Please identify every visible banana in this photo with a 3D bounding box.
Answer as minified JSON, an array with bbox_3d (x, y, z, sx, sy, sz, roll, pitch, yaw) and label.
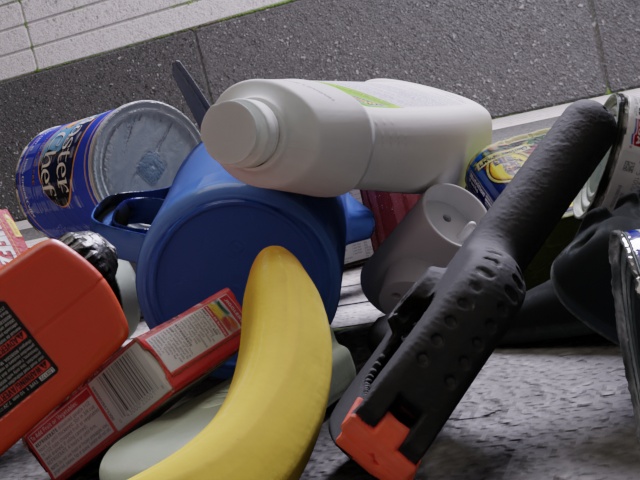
[{"bbox_3d":[-0.031,0.060,0.382,0.037,0.069,0.197,-45,0,32],"label":"banana"}]

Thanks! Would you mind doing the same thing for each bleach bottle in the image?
[{"bbox_3d":[0.009,-0.057,0.576,0.103,0.068,0.250,16,11,25],"label":"bleach bottle"}]

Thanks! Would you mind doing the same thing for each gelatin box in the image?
[{"bbox_3d":[-0.079,0.064,0.473,0.089,0.030,0.073,-39,-5,30],"label":"gelatin box"}]

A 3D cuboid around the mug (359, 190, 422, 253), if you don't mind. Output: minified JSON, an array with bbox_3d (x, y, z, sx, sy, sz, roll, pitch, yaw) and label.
[{"bbox_3d":[0.073,-0.024,0.796,0.093,0.081,0.117,-14,7,-4],"label":"mug"}]

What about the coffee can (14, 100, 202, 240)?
[{"bbox_3d":[-0.169,-0.051,0.854,0.102,0.103,0.141,-19,9,-38],"label":"coffee can"}]

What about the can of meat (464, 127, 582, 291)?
[{"bbox_3d":[0.142,-0.021,0.604,0.102,0.057,0.084,-14,40,-8],"label":"can of meat"}]

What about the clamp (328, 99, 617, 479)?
[{"bbox_3d":[0.044,0.036,0.425,0.165,0.036,0.209,-52,-2,35],"label":"clamp"}]

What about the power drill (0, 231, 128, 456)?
[{"bbox_3d":[-0.148,0.049,0.483,0.184,0.057,0.188,-43,10,-24],"label":"power drill"}]

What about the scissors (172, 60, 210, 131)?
[{"bbox_3d":[-0.073,-0.033,0.798,0.096,0.201,0.016,-34,23,21],"label":"scissors"}]

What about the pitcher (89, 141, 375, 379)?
[{"bbox_3d":[-0.054,0.001,0.663,0.149,0.145,0.243,-39,8,6],"label":"pitcher"}]
